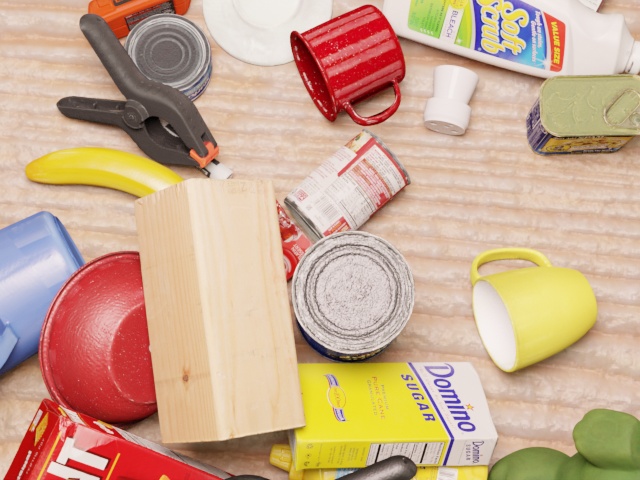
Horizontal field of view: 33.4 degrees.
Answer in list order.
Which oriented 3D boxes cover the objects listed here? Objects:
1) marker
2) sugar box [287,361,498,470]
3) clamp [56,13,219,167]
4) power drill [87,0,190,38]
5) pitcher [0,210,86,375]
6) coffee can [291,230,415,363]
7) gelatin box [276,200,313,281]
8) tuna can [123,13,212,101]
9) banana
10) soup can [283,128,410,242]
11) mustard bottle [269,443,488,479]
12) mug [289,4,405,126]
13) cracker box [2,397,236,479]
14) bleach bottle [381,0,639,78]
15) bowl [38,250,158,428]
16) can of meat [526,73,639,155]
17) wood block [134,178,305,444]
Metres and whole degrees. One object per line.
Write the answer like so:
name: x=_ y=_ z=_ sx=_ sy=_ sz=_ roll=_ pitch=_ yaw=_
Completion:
marker: x=-0.136 y=-0.094 z=1.028 sx=0.121 sy=0.020 sz=0.020 roll=38 pitch=83 yaw=6
sugar box: x=0.058 y=0.152 z=0.936 sx=0.176 sy=0.048 sz=0.093 roll=-2 pitch=41 yaw=-9
clamp: x=-0.168 y=-0.132 z=0.987 sx=0.171 sy=0.120 sz=0.039 roll=27 pitch=48 yaw=9
power drill: x=-0.219 y=-0.293 z=1.043 sx=0.184 sy=0.057 sz=0.188 roll=-21 pitch=81 yaw=-3
pitcher: x=-0.319 y=0.079 z=0.942 sx=0.242 sy=0.145 sz=0.149 roll=-29 pitch=78 yaw=-7
coffee can: x=0.027 y=0.054 z=0.941 sx=0.103 sy=0.140 sz=0.103 roll=0 pitch=80 yaw=0
gelatin box: x=-0.056 y=0.001 z=0.995 sx=0.073 sy=0.030 sz=0.089 roll=-40 pitch=99 yaw=-7
tuna can: x=-0.147 y=-0.174 z=1.030 sx=0.086 sy=0.034 sz=0.086 roll=1 pitch=75 yaw=-5
banana: x=-0.182 y=-0.049 z=1.012 sx=0.198 sy=0.037 sz=0.069 roll=27 pitch=81 yaw=5
soup can: x=0.025 y=-0.046 z=0.994 sx=0.102 sy=0.068 sz=0.068 roll=-41 pitch=83 yaw=-6
mustard bottle: x=0.049 y=0.211 z=0.954 sx=0.191 sy=0.058 sz=0.096 roll=12 pitch=69 yaw=3
mug: x=0.033 y=-0.161 z=1.002 sx=0.081 sy=0.093 sz=0.117 roll=-26 pitch=71 yaw=-9
cracker box: x=-0.167 y=0.251 z=0.899 sx=0.213 sy=0.072 sz=0.164 roll=28 pitch=81 yaw=-26
bleach bottle: x=0.188 y=-0.210 z=0.997 sx=0.251 sy=0.068 sz=0.103 roll=18 pitch=123 yaw=9
bowl: x=-0.160 y=0.092 z=0.931 sx=0.161 sy=0.055 sz=0.162 roll=-8 pitch=101 yaw=-42
can of meat: x=0.248 y=-0.114 z=0.996 sx=0.102 sy=0.084 sz=0.057 roll=-1 pitch=80 yaw=0
wood block: x=-0.086 y=0.059 z=0.889 sx=0.090 sy=0.091 sz=0.206 roll=-1 pitch=81 yaw=-41
